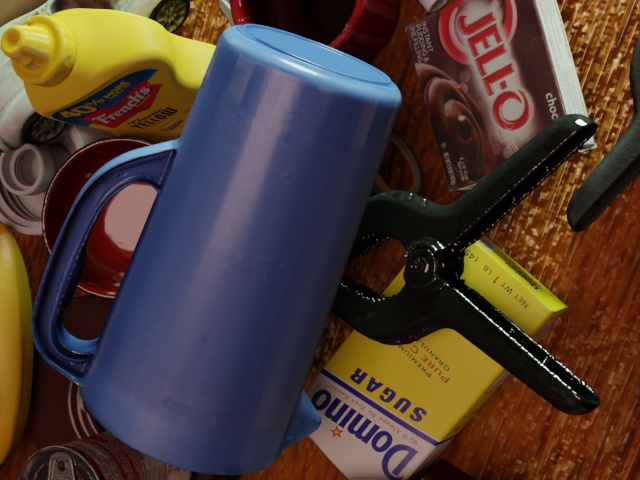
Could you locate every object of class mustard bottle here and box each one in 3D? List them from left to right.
[{"bbox_3d":[-0.133,-0.107,0.687,0.096,0.191,0.058,-21,77,23],"label":"mustard bottle"}]

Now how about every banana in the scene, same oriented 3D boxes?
[{"bbox_3d":[-0.237,0.089,0.783,0.070,0.037,0.198,23,109,44],"label":"banana"}]

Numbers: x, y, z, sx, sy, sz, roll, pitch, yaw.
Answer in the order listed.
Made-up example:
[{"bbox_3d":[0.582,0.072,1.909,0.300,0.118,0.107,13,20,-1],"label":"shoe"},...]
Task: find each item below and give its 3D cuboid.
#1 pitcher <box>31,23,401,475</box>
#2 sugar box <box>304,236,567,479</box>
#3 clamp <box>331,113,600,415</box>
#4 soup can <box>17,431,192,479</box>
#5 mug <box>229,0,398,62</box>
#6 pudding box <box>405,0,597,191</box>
[{"bbox_3d":[-0.054,0.001,0.623,0.145,0.149,0.243,32,110,33],"label":"pitcher"},{"bbox_3d":[0.065,0.079,0.691,0.093,0.048,0.176,43,106,20],"label":"sugar box"},{"bbox_3d":[0.074,0.006,0.636,0.210,0.036,0.164,6,89,37],"label":"clamp"},{"bbox_3d":[-0.137,0.157,0.692,0.069,0.102,0.068,1,91,25],"label":"soup can"},{"bbox_3d":[0.005,-0.144,0.686,0.093,0.081,0.117,-22,84,23],"label":"mug"},{"bbox_3d":[0.110,-0.096,0.655,0.090,0.039,0.113,-19,86,40],"label":"pudding box"}]
